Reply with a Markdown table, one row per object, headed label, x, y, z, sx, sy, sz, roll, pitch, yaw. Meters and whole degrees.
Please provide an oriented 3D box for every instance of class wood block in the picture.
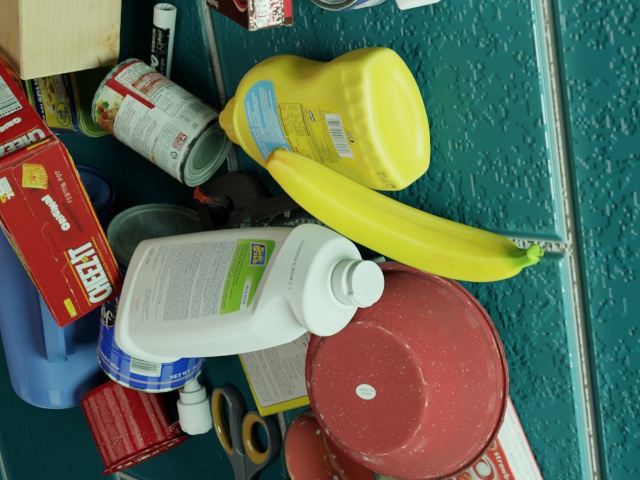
| label | x | y | z | sx | sy | sz | roll | pitch | yaw |
| --- | --- | --- | --- | --- | --- | --- | --- | --- | --- |
| wood block | -0.219 | -0.249 | 0.869 | 0.090 | 0.090 | 0.206 | 46 | 140 | 37 |

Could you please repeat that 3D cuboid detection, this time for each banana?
| label | x | y | z | sx | sy | sz | roll | pitch | yaw |
| --- | --- | --- | --- | --- | --- | --- | --- | --- | --- |
| banana | 0.056 | -0.013 | 0.720 | 0.198 | 0.037 | 0.069 | 19 | 148 | 18 |

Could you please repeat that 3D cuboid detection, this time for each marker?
| label | x | y | z | sx | sy | sz | roll | pitch | yaw |
| --- | --- | --- | --- | --- | --- | --- | --- | --- | --- |
| marker | -0.140 | -0.148 | 0.935 | 0.020 | 0.020 | 0.121 | 36 | 131 | 34 |

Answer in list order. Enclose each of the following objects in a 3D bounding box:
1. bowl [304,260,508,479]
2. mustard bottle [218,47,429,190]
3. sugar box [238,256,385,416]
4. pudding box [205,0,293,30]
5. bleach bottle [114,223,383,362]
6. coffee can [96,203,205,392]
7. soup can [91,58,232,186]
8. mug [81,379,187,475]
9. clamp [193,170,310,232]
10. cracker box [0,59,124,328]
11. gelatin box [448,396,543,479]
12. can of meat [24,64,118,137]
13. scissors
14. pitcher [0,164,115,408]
| label | x | y | z | sx | sy | sz | roll | pitch | yaw |
| --- | --- | --- | --- | --- | --- | --- | --- | --- | --- |
| bowl | 0.046 | 0.097 | 0.740 | 0.162 | 0.055 | 0.162 | 5 | 99 | 33 |
| mustard bottle | -0.011 | -0.088 | 0.781 | 0.192 | 0.058 | 0.096 | 7 | 126 | 47 |
| sugar box | 0.000 | 0.080 | 0.858 | 0.177 | 0.048 | 0.093 | -23 | 86 | 48 |
| pudding box | -0.055 | -0.206 | 0.768 | 0.114 | 0.039 | 0.090 | -133 | 38 | -61 |
| bleach bottle | -0.053 | 0.041 | 0.773 | 0.251 | 0.068 | 0.102 | -4 | 71 | 49 |
| coffee can | -0.146 | 0.052 | 0.966 | 0.103 | 0.102 | 0.140 | 38 | 132 | 32 |
| soup can | -0.131 | -0.099 | 0.894 | 0.102 | 0.068 | 0.069 | 34 | 131 | 18 |
| mug | -0.184 | 0.178 | 1.087 | 0.117 | 0.093 | 0.081 | -29 | 78 | 20 |
| clamp | -0.056 | 0.001 | 0.864 | 0.172 | 0.039 | 0.120 | 23 | 94 | 54 |
| cracker box | -0.250 | -0.055 | 0.890 | 0.214 | 0.072 | 0.164 | 46 | 159 | 45 |
| gelatin box | 0.110 | 0.143 | 0.770 | 0.073 | 0.030 | 0.089 | -24 | 88 | 51 |
| can of meat | -0.234 | -0.149 | 1.013 | 0.084 | 0.057 | 0.102 | 10 | 114 | 45 |
| scissors | -0.061 | 0.234 | 1.017 | 0.096 | 0.016 | 0.202 | -1 | 106 | 49 |
| pitcher | -0.272 | 0.056 | 1.087 | 0.145 | 0.149 | 0.243 | 20 | 125 | 25 |
